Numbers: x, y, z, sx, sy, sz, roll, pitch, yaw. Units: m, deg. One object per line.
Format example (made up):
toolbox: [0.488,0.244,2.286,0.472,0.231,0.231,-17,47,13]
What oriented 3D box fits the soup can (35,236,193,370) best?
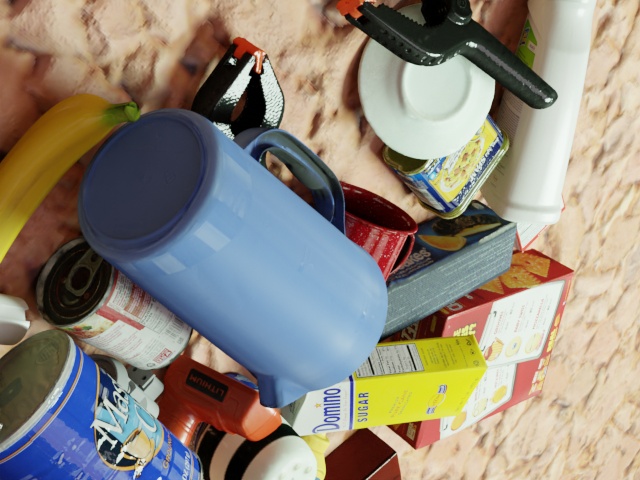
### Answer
soup can: [-0.146,0.048,0.773,0.068,0.069,0.102,-54,142,-4]

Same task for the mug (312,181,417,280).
mug: [0.033,0.006,0.917,0.117,0.093,0.081,5,117,-44]

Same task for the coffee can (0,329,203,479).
coffee can: [-0.163,0.143,0.725,0.102,0.103,0.140,-47,119,-12]

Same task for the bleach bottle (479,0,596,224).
bleach bottle: [0.211,-0.148,0.992,0.068,0.102,0.251,5,115,-12]

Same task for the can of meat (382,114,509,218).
can of meat: [0.113,-0.084,0.967,0.102,0.058,0.083,-54,139,-5]

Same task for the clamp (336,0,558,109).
clamp: [0.106,-0.196,0.869,0.209,0.036,0.164,3,76,-33]

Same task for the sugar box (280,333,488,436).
sugar box: [0.057,0.134,0.987,0.176,0.048,0.093,-6,143,-19]

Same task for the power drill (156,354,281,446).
power drill: [-0.113,0.193,0.831,0.187,0.185,0.057,-53,143,-20]

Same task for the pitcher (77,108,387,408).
pitcher: [-0.055,0.001,0.751,0.145,0.149,0.242,-35,144,8]

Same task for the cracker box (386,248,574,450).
cracker box: [0.167,0.111,1.146,0.213,0.072,0.164,-14,124,-39]

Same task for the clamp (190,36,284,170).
clamp: [-0.060,-0.068,0.810,0.120,0.039,0.172,-10,129,-50]

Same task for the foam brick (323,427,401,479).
foam brick: [0.039,0.246,1.118,0.078,0.051,0.053,-36,138,-24]

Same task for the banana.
banana: [-0.193,-0.025,0.676,0.037,0.070,0.198,37,97,-29]
